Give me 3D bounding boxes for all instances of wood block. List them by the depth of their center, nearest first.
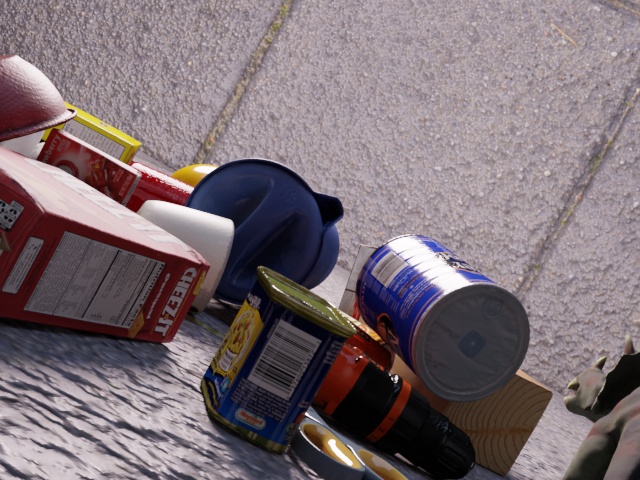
[{"bbox_3d":[0.124,0.136,1.043,0.090,0.090,0.206,28,3,-20],"label":"wood block"}]

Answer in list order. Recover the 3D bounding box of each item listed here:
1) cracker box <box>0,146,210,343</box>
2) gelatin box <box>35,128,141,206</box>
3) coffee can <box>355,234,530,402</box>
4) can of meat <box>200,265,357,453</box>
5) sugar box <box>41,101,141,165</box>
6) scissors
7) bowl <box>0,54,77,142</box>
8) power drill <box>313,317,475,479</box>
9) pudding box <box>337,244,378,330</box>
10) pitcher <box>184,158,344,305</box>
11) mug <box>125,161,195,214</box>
[{"bbox_3d":[-0.186,-0.011,0.665,0.164,0.072,0.213,30,2,21],"label":"cracker box"},{"bbox_3d":[-0.190,-0.030,0.813,0.073,0.089,0.030,29,4,-3],"label":"gelatin box"},{"bbox_3d":[0.101,0.063,0.915,0.102,0.103,0.140,28,6,-24],"label":"coffee can"},{"bbox_3d":[-0.029,0.070,0.643,0.057,0.084,0.102,29,2,-13],"label":"can of meat"},{"bbox_3d":[-0.276,-0.125,1.105,0.176,0.048,0.093,31,3,-7],"label":"sugar box"},{"bbox_3d":[0.007,0.127,0.698,0.096,0.016,0.202,30,2,-11],"label":"scissors"},{"bbox_3d":[-0.270,-0.106,0.811,0.162,0.055,0.162,-9,15,2],"label":"bowl"},{"bbox_3d":[0.031,0.109,0.849,0.184,0.057,0.188,37,0,-7],"label":"power drill"},{"bbox_3d":[0.068,0.055,1.058,0.039,0.090,0.114,23,-5,-33],"label":"pudding box"},{"bbox_3d":[-0.057,0.001,1.066,0.149,0.145,0.242,27,0,8],"label":"pitcher"},{"bbox_3d":[-0.171,-0.028,1.103,0.081,0.093,0.117,24,-3,4],"label":"mug"}]
